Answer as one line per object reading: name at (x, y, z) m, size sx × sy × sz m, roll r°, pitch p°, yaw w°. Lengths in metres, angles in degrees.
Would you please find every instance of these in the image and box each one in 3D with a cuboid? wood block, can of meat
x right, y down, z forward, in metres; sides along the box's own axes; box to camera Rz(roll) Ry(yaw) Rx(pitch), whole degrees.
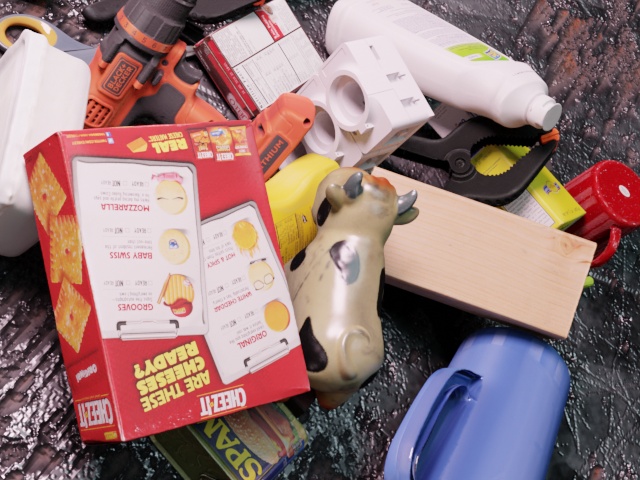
wood block at (0.128, 0.013, 0.966) m, size 0.206 × 0.090 × 0.091 m, roll 19°, pitch 85°, yaw 1°
can of meat at (-0.071, 0.155, 0.846) m, size 0.102 × 0.058 × 0.083 m, roll 49°, pitch 48°, yaw 1°

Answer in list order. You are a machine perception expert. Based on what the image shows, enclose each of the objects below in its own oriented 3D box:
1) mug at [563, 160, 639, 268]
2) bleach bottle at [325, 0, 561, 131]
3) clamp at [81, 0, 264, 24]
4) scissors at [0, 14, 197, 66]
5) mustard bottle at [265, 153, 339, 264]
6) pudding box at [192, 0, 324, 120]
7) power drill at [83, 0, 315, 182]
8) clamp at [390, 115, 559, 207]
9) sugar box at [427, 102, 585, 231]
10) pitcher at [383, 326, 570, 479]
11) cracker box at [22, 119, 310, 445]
mug at (0.301, -0.025, 1.156) m, size 0.093 × 0.082 × 0.117 m, roll 23°, pitch 55°, yaw -20°
bleach bottle at (0.125, -0.172, 1.058) m, size 0.102 × 0.068 × 0.251 m, roll -22°, pitch 44°, yaw -38°
clamp at (-0.135, -0.256, 0.996) m, size 0.171 × 0.039 × 0.120 m, roll 2°, pitch 89°, yaw -14°
scissors at (-0.209, -0.179, 0.968) m, size 0.201 × 0.016 × 0.096 m, roll -31°, pitch 84°, yaw -39°
mustard bottle at (-0.056, 0.001, 0.920) m, size 0.058 × 0.096 × 0.191 m, roll 24°, pitch 40°, yaw 36°
pudding box at (-0.057, -0.176, 1.039) m, size 0.113 × 0.039 × 0.090 m, roll -39°, pitch 100°, yaw -37°
power drill at (-0.099, -0.136, 0.920) m, size 0.187 × 0.185 × 0.057 m, roll 31°, pitch 27°, yaw -21°
clamp at (0.128, -0.076, 1.049) m, size 0.210 × 0.036 × 0.164 m, roll -24°, pitch 73°, yaw -1°
sugar box at (0.194, -0.078, 1.110) m, size 0.176 × 0.048 × 0.093 m, roll 53°, pitch 27°, yaw 11°
pitcher at (0.128, 0.181, 0.904) m, size 0.145 × 0.149 × 0.242 m, roll 30°, pitch 48°, yaw 3°
cracker box at (-0.111, 0.025, 0.778) m, size 0.163 × 0.072 × 0.214 m, roll -9°, pitch 85°, yaw -39°
